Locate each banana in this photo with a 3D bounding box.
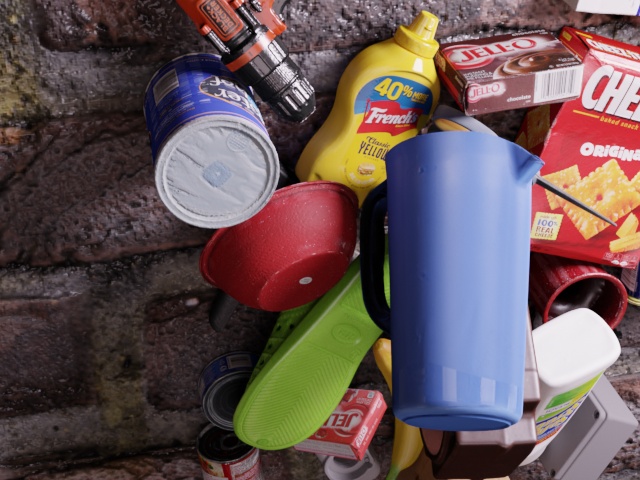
[{"bbox_3d":[0.091,0.182,1.189,0.037,0.069,0.198,8,121,29],"label":"banana"}]

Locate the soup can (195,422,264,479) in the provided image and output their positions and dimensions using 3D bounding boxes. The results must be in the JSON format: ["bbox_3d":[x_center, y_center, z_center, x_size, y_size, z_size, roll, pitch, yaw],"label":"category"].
[{"bbox_3d":[-0.097,0.257,1.186,0.068,0.068,0.102,-11,124,-7],"label":"soup can"}]

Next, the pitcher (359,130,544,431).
[{"bbox_3d":[0.111,0.039,0.927,0.145,0.243,0.149,4,163,-4],"label":"pitcher"}]

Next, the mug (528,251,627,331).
[{"bbox_3d":[0.259,0.061,1.139,0.093,0.081,0.117,23,114,-25],"label":"mug"}]

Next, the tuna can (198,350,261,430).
[{"bbox_3d":[-0.087,0.163,1.149,0.086,0.034,0.086,-6,123,-10],"label":"tuna can"}]

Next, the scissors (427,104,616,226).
[{"bbox_3d":[0.180,-0.065,1.010,0.201,0.096,0.016,33,78,-18],"label":"scissors"}]

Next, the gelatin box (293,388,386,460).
[{"bbox_3d":[0.018,0.194,1.147,0.089,0.073,0.030,1,134,36],"label":"gelatin box"}]

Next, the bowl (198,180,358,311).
[{"bbox_3d":[-0.027,0.017,0.976,0.162,0.055,0.162,-22,152,-12],"label":"bowl"}]

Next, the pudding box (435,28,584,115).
[{"bbox_3d":[0.171,-0.156,0.977,0.113,0.090,0.039,-8,125,-9],"label":"pudding box"}]

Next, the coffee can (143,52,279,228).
[{"bbox_3d":[-0.098,-0.089,0.923,0.102,0.140,0.103,-6,123,-10],"label":"coffee can"}]

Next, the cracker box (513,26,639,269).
[{"bbox_3d":[0.279,-0.084,1.059,0.164,0.072,0.214,11,118,-19],"label":"cracker box"}]

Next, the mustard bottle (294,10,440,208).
[{"bbox_3d":[0.057,-0.123,0.989,0.096,0.058,0.192,14,117,-29],"label":"mustard bottle"}]

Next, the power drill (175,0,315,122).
[{"bbox_3d":[-0.017,-0.215,0.897,0.188,0.057,0.184,-39,109,9],"label":"power drill"}]

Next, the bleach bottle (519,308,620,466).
[{"bbox_3d":[0.236,0.175,1.139,0.102,0.068,0.251,-23,149,-18],"label":"bleach bottle"}]
